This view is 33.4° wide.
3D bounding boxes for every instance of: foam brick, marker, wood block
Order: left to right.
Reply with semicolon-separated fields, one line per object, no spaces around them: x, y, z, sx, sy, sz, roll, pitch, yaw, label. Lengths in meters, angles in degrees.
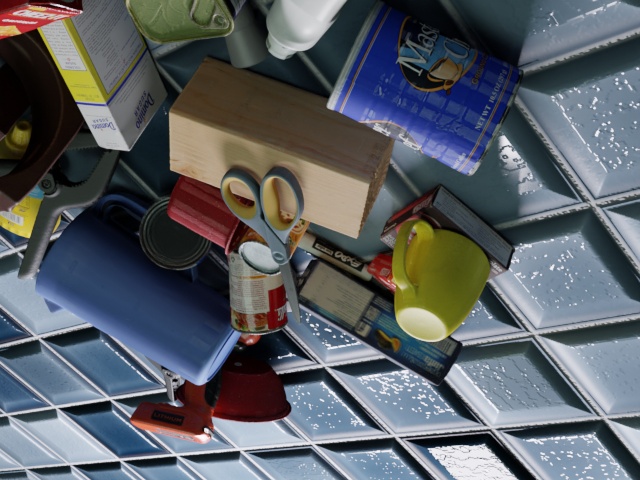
-0.364;-0.151;1.202;0.053;0.078;0.051;44;141;-20;foam brick
-0.038;-0.094;1.064;0.206;0.090;0.091;20;144;9;wood block
0.031;0.026;1.232;0.121;0.020;0.020;28;144;-2;marker

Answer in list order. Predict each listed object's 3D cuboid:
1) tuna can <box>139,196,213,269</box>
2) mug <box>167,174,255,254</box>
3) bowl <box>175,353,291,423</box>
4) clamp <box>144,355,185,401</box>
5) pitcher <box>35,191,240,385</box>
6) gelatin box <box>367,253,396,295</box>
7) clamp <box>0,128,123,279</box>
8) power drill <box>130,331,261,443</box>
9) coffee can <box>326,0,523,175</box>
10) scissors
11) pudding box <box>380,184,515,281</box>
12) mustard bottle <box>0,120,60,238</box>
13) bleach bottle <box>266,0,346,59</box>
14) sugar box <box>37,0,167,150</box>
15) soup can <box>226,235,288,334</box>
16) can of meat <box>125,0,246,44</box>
-0.168;-0.008;1.253;0.086;0.086;0.034;25;176;1;tuna can
-0.114;-0.049;1.165;0.081;0.093;0.117;29;155;4;mug
-0.115;0.195;1.459;0.162;0.162;0.055;13;100;18;bowl
-0.202;0.187;1.560;0.120;0.039;0.171;2;138;28;clamp
-0.213;0.063;1.313;0.243;0.144;0.149;32;151;6;pitcher
0.101;0.053;1.186;0.089;0.030;0.073;38;175;-17;gelatin box
-0.319;-0.074;1.225;0.210;0.036;0.164;-37;101;13;clamp
-0.183;0.157;1.387;0.184;0.187;0.057;12;162;13;power drill
0.090;-0.132;0.926;0.140;0.102;0.103;26;144;0;coffee can
-0.057;0.001;1.082;0.096;0.016;0.202;20;135;15;scissors
0.133;0.003;1.123;0.113;0.039;0.090;37;143;-15;pudding box
-0.364;-0.081;1.306;0.096;0.058;0.192;28;145;3;mustard bottle
0.013;-0.225;0.856;0.068;0.102;0.251;36;143;-6;bleach bottle
-0.216;-0.184;1.057;0.048;0.093;0.176;9;141;23;sugar box
-0.074;0.050;1.241;0.069;0.068;0.102;6;109;26;soup can
-0.108;-0.225;0.946;0.102;0.083;0.057;0;137;32;can of meat
